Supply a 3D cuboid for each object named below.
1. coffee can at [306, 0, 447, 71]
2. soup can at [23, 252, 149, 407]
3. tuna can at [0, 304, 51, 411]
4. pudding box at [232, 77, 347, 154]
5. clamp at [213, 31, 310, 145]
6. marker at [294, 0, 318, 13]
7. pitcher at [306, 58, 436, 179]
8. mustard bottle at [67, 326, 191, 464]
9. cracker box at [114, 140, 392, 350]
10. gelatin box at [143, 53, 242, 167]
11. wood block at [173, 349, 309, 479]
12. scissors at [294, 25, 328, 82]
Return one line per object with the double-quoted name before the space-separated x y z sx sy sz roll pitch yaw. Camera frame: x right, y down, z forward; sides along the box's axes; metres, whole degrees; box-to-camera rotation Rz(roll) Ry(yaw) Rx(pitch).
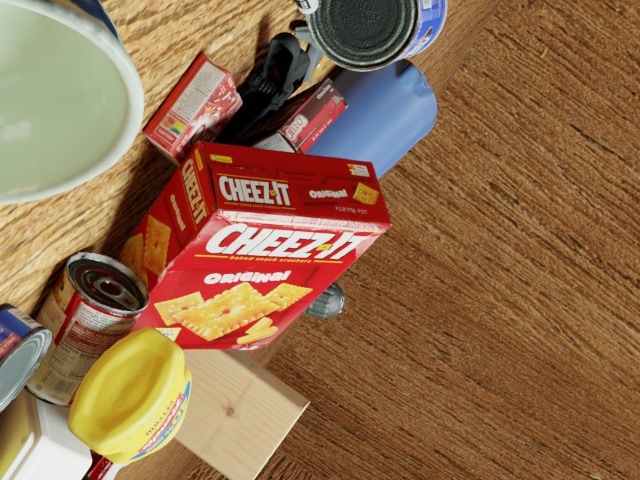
"coffee can" 0.055 -0.213 0.982 0.103 0.103 0.140 -57 174 21
"soup can" -0.184 0.069 0.816 0.102 0.068 0.068 -56 175 23
"tuna can" -0.226 0.087 0.733 0.086 0.034 0.086 -54 175 -7
"pudding box" -0.039 -0.099 1.001 0.114 0.039 0.089 -23 -159 49
"clamp" -0.052 -0.127 0.934 0.120 0.039 0.171 -44 179 9
"marker" -0.016 -0.205 0.854 0.020 0.020 0.121 -55 175 1
"pitcher" 0.019 -0.108 1.258 0.242 0.145 0.149 -47 141 -36
"mustard bottle" -0.143 0.132 0.850 0.096 0.058 0.192 -54 172 -15
"cracker box" -0.069 0.015 0.873 0.163 0.072 0.214 3 147 -35
"gelatin box" -0.094 -0.093 0.804 0.073 0.030 0.089 -54 174 -5
"wood block" -0.122 0.128 0.989 0.091 0.206 0.090 -54 175 0
"scissors" -0.011 -0.186 1.052 0.096 0.016 0.201 -57 174 28
